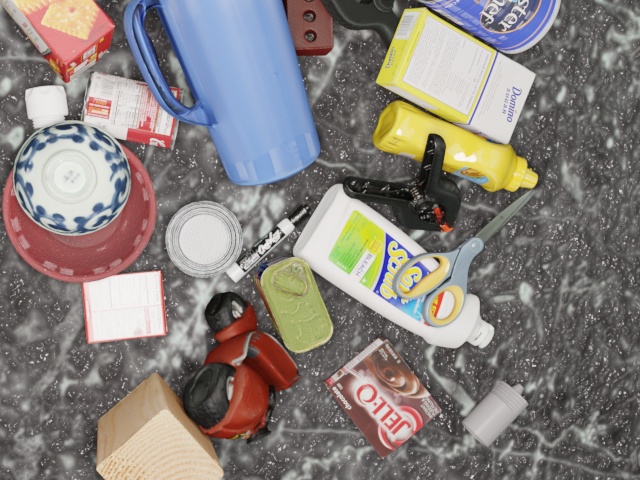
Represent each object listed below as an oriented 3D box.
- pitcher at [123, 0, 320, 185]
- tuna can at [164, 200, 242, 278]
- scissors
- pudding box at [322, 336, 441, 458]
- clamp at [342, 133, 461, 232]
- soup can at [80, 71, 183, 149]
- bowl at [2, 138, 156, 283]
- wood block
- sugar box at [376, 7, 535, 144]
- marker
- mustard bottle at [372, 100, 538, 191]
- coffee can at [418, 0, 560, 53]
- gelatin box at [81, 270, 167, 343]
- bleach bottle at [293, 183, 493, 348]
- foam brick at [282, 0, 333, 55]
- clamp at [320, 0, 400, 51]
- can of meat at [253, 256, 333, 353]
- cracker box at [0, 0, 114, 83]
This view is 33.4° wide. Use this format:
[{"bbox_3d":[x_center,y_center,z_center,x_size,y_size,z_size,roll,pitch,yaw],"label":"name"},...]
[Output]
[{"bbox_3d":[-0.093,-0.181,1.127,0.149,0.145,0.243,-11,112,18],"label":"pitcher"},{"bbox_3d":[-0.132,-0.002,1.197,0.086,0.034,0.086,0,93,-11],"label":"tuna can"},{"bbox_3d":[0.175,0.027,1.212,0.201,0.016,0.096,-26,101,-14],"label":"scissors"},{"bbox_3d":[0.071,0.182,1.241,0.090,0.039,0.113,-39,99,-6],"label":"pudding box"},{"bbox_3d":[0.099,-0.050,1.190,0.120,0.171,0.039,-17,56,12],"label":"clamp"},{"bbox_3d":[-0.204,-0.142,1.160,0.102,0.068,0.068,10,91,-11],"label":"soup can"},{"bbox_3d":[-0.260,-0.036,1.160,0.162,0.055,0.162,0,93,-11],"label":"bowl"},{"bbox_3d":[-0.171,0.215,1.111,0.090,0.206,0.091,-41,99,-7],"label":"wood block"},{"bbox_3d":[0.156,-0.184,1.213,0.176,0.048,0.093,24,88,-32],"label":"sugar box"},{"bbox_3d":[-0.058,0.001,1.218,0.121,0.020,0.020,-42,99,-6],"label":"marker"},{"bbox_3d":[0.159,-0.100,1.216,0.191,0.096,0.058,20,87,-11],"label":"mustard bottle"},{"bbox_3d":[0.183,-0.282,1.185,0.140,0.103,0.103,21,88,-36],"label":"coffee can"},{"bbox_3d":[-0.218,0.073,1.186,0.089,0.030,0.073,-5,92,-11],"label":"gelatin box"},{"bbox_3d":[0.097,0.042,1.229,0.250,0.068,0.102,32,85,-13],"label":"bleach bottle"},{"bbox_3d":[-0.016,-0.249,1.199,0.053,0.051,0.078,-4,93,-10],"label":"foam brick"},{"bbox_3d":[0.067,-0.261,1.194,0.209,0.036,0.164,9,93,-34],"label":"clamp"},{"bbox_3d":[-0.033,0.068,1.193,0.057,0.084,0.102,-23,97,-9],"label":"can of meat"},{"bbox_3d":[-0.302,-0.271,1.087,0.072,0.164,0.213,-39,99,-9],"label":"cracker box"}]
